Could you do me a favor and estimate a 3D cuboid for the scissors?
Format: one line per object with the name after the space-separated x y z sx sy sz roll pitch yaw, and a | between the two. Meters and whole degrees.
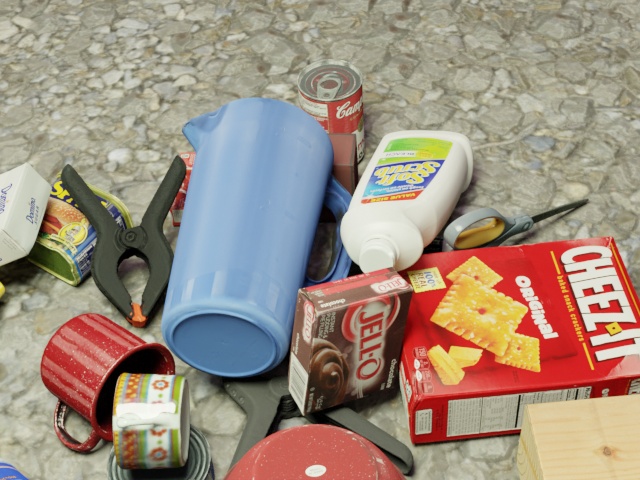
0.181 -0.002 1.040 0.201 0.096 0.016 -4 46 -45 | scissors

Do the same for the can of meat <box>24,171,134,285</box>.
-0.253 -0.012 1.072 0.102 0.057 0.083 25 56 27 | can of meat

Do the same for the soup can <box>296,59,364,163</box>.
0.012 -0.131 1.130 0.068 0.102 0.068 -3 46 2 | soup can

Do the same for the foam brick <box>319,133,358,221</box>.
0.011 -0.064 1.084 0.051 0.078 0.053 0 44 6 | foam brick

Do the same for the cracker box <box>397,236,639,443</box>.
0.171 0.081 0.932 0.213 0.072 0.164 -6 45 -1 | cracker box

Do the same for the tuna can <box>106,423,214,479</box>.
-0.131 0.191 0.881 0.086 0.034 0.086 -3 46 3 | tuna can

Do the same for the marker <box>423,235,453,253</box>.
0.076 0.000 1.056 0.121 0.020 0.020 6 47 11 | marker

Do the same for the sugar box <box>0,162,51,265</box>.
-0.348 -0.004 1.034 0.176 0.048 0.093 -17 43 22 | sugar box

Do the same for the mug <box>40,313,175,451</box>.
-0.192 0.125 0.923 0.082 0.093 0.117 26 90 33 | mug

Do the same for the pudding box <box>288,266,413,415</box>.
0.022 0.082 0.875 0.089 0.113 0.039 -12 42 -26 | pudding box

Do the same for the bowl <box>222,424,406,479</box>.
-0.004 0.190 0.794 0.162 0.055 0.162 0 39 0 | bowl

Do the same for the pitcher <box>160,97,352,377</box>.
-0.056 0.001 0.953 0.149 0.145 0.242 -4 47 14 | pitcher

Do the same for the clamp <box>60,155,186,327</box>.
-0.192 -0.004 1.021 0.120 0.039 0.171 1 71 -2 | clamp

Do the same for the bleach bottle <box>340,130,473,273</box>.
0.081 -0.032 0.996 0.103 0.068 0.250 4 25 12 | bleach bottle

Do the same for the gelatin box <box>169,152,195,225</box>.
-0.115 -0.056 1.119 0.073 0.030 0.089 0 46 5 | gelatin box

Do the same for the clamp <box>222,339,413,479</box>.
-0.019 0.137 0.920 0.164 0.036 0.210 -6 45 -10 | clamp
